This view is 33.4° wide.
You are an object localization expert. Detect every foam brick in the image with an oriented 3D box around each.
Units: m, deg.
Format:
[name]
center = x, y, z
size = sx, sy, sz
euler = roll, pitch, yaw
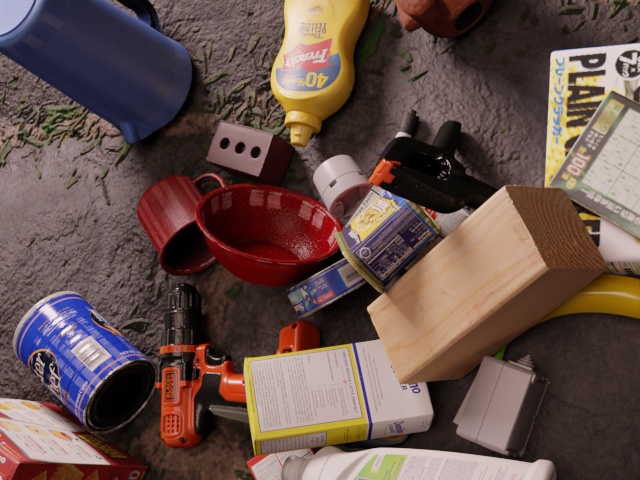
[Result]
[foam brick]
center = -0.080, -0.098, 1.218
size = 0.078, 0.051, 0.053
euler = 17, 85, 29

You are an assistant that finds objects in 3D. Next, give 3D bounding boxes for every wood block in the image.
[wood block]
center = 0.150, 0.044, 0.996
size = 0.206, 0.090, 0.090
euler = -45, 58, 39

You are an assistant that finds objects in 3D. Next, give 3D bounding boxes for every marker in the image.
[marker]
center = 0.081, -0.084, 1.152
size = 0.020, 0.020, 0.121
euler = 15, 83, 29

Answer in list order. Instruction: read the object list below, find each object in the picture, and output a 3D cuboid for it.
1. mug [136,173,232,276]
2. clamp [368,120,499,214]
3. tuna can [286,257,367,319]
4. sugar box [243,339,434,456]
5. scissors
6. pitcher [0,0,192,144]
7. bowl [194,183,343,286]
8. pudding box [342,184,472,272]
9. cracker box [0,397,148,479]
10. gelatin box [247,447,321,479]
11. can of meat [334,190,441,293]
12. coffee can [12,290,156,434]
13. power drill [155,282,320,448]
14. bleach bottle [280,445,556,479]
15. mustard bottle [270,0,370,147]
[mug]
center = -0.149, -0.029, 1.212
size = 0.117, 0.093, 0.081
euler = -46, 56, 15
[clamp]
center = 0.117, -0.070, 1.038
size = 0.036, 0.209, 0.165
euler = -56, 51, 28
[tuna can]
center = 0.008, 0.047, 1.111
size = 0.086, 0.086, 0.034
euler = -29, 89, 16
[sugar box]
center = 0.016, 0.152, 1.054
size = 0.176, 0.048, 0.093
euler = -5, 56, -7
[scissors]
center = -0.010, 0.209, 1.076
size = 0.201, 0.016, 0.096
euler = -3, 87, 1
[pitcher]
center = -0.271, -0.234, 1.242
size = 0.145, 0.242, 0.149
euler = -47, 54, 9
[bowl]
center = -0.058, 0.001, 1.144
size = 0.162, 0.161, 0.055
euler = 32, 126, 30
[pudding box]
center = 0.094, -0.017, 1.106
size = 0.114, 0.039, 0.090
euler = 36, 94, 19
[cracker box]
center = -0.317, 0.234, 1.152
size = 0.164, 0.213, 0.072
euler = 25, 90, 30
[gelatin box]
center = -0.024, 0.250, 1.107
size = 0.073, 0.030, 0.089
euler = -36, 64, 12
[can of meat]
center = 0.066, -0.006, 1.040
size = 0.084, 0.102, 0.057
euler = -44, 105, 6
[coffee can]
center = -0.268, 0.138, 1.218
size = 0.140, 0.102, 0.103
euler = 37, 94, 29
[power drill]
center = -0.093, 0.131, 1.160
size = 0.188, 0.057, 0.184
euler = -7, 77, 28
[bleach bottle]
center = 0.084, 0.232, 0.993
size = 0.251, 0.068, 0.102
euler = 7, 38, 24
[mustard bottle]
center = -0.006, -0.198, 1.205
size = 0.096, 0.058, 0.191
euler = 7, 79, 23
